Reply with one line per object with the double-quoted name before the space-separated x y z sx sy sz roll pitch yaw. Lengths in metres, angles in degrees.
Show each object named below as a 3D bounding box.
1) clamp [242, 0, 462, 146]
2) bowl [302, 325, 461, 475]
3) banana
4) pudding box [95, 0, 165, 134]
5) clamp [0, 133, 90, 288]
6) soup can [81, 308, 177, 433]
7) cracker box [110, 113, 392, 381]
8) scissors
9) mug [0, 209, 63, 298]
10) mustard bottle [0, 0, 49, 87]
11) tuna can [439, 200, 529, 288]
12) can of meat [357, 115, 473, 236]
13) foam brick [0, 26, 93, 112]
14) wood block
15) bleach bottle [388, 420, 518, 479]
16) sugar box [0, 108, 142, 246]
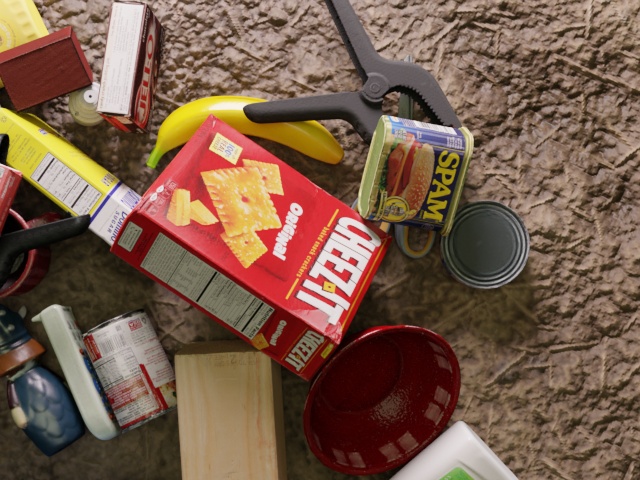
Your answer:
"clamp" 0.040 -0.137 1.032 0.210 0.036 0.164 36 81 -2
"bowl" 0.049 0.139 1.004 0.162 0.055 0.162 -10 118 -19
"banana" -0.075 -0.109 1.057 0.198 0.037 0.069 -1 108 4
"pudding box" -0.183 -0.166 1.035 0.039 0.090 0.113 5 86 2
"clamp" -0.293 0.002 0.969 0.120 0.039 0.171 35 94 10
"soup can" -0.180 0.125 1.027 0.068 0.068 0.102 -25 86 0
"cracker box" -0.056 0.001 0.974 0.213 0.164 0.072 34 132 -3
"scissors" 0.063 -0.078 1.059 0.096 0.016 0.202 -11 86 1
"mug" -0.301 0.006 1.031 0.117 0.081 0.093 -33 86 0
"mustard bottle" -0.364 -0.174 1.056 0.191 0.058 0.096 -26 97 1
"tuna can" 0.159 0.005 1.041 0.086 0.034 0.086 0 86 2
"can of meat" 0.087 -0.062 1.000 0.084 0.057 0.102 10 111 -10
"foam brick" -0.262 -0.163 1.015 0.078 0.053 0.051 -21 115 -2
"wood block" -0.080 0.200 0.997 0.090 0.091 0.206 -3 93 2
"bleach bottle" 0.073 0.289 1.012 0.251 0.068 0.102 -43 99 3
"sugar box" -0.235 -0.057 1.026 0.176 0.093 0.048 35 96 3
